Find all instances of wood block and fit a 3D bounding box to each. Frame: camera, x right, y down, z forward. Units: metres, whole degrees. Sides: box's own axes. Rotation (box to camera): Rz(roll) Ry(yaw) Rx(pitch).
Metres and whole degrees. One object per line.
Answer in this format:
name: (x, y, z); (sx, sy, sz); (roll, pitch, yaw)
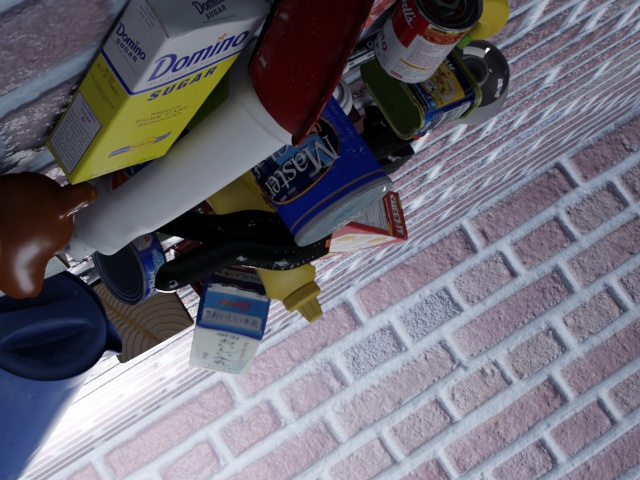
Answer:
wood block: (-0.208, 0.082, 1.246); (0.090, 0.091, 0.206); (-30, 180, -7)

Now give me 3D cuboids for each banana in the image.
banana: (0.161, -0.232, 1.098); (0.070, 0.037, 0.197); (-44, 169, 11)

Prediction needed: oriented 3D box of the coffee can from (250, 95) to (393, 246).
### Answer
coffee can: (-0.015, -0.080, 0.964); (0.102, 0.140, 0.103); (-32, 172, -6)

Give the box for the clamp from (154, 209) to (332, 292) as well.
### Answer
clamp: (-0.088, -0.005, 0.995); (0.209, 0.165, 0.036); (-5, 118, -33)

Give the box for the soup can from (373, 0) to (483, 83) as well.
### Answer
soup can: (0.096, -0.196, 0.976); (0.068, 0.068, 0.102); (-29, 171, -26)

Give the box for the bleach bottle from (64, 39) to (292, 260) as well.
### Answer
bleach bottle: (-0.124, -0.056, 0.879); (0.251, 0.068, 0.102); (-36, -151, 24)

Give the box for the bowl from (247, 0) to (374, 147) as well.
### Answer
bowl: (-0.008, -0.149, 0.743); (0.162, 0.055, 0.162); (-157, -89, -80)

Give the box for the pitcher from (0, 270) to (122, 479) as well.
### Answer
pitcher: (-0.312, 0.139, 1.039); (0.144, 0.149, 0.243); (-36, 165, -47)

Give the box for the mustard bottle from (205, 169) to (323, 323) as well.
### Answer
mustard bottle: (-0.057, 0.001, 1.096); (0.058, 0.192, 0.096); (-34, 172, 3)

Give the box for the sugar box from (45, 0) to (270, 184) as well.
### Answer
sugar box: (-0.116, -0.111, 0.741); (0.093, 0.048, 0.177); (-26, 170, -42)

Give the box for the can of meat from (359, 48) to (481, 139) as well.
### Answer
can of meat: (0.100, -0.160, 1.082); (0.083, 0.102, 0.058); (-25, 168, -33)

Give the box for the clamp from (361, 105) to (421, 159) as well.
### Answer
clamp: (0.064, -0.122, 1.188); (0.172, 0.039, 0.120); (-8, -140, 55)

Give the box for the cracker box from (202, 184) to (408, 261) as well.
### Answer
cracker box: (-0.013, -0.024, 1.263); (0.164, 0.072, 0.213); (-13, 170, 24)

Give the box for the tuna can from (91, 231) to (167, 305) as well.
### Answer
tuna can: (-0.191, 0.020, 1.068); (0.033, 0.086, 0.086); (-28, 170, -39)
